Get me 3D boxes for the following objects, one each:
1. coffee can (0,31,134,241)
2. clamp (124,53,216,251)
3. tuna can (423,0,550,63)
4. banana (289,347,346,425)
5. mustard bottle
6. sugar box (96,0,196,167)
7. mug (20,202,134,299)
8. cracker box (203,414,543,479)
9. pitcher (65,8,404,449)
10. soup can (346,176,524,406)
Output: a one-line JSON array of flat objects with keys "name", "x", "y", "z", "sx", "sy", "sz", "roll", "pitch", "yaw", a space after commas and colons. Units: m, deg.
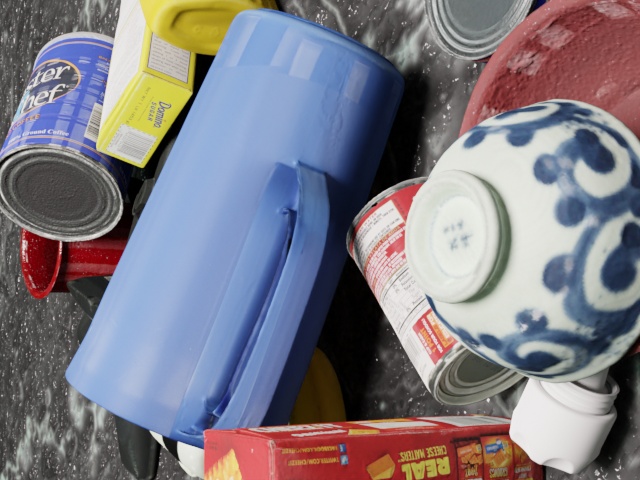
[{"name": "coffee can", "x": -0.195, "y": -0.084, "z": 0.856, "sx": 0.103, "sy": 0.102, "sz": 0.140, "roll": -49, "pitch": 25, "yaw": 41}, {"name": "clamp", "x": -0.113, "y": -0.036, "z": 0.787, "sx": 0.165, "sy": 0.036, "sz": 0.210, "roll": -57, "pitch": 22, "yaw": 33}, {"name": "tuna can", "x": 0.094, "y": -0.134, "z": 0.552, "sx": 0.086, "sy": 0.033, "sz": 0.086, "roll": -6, "pitch": 83, "yaw": 54}, {"name": "banana", "x": -0.005, "y": 0.150, "z": 0.675, "sx": 0.070, "sy": 0.037, "sz": 0.198, "roll": 150, "pitch": 119, "yaw": -70}, {"name": "mustard bottle", "x": -0.099, "y": -0.223, "z": 0.776, "sx": 0.058, "sy": 0.096, "sz": 0.192, "roll": -50, "pitch": 49, "yaw": 42}, {"name": "sugar box", "x": -0.126, "y": -0.151, "z": 0.813, "sx": 0.093, "sy": 0.048, "sz": 0.176, "roll": -46, "pitch": 31, "yaw": 43}, {"name": "mug", "x": -0.210, "y": 0.011, "z": 0.930, "sx": 0.117, "sy": 0.081, "sz": 0.093, "roll": -47, "pitch": 51, "yaw": 42}, {"name": "cracker box", "x": 0.027, "y": 0.195, "z": 0.511, "sx": 0.072, "sy": 0.163, "sz": 0.214, "roll": -6, "pitch": 83, "yaw": 56}, {"name": "pitcher", "x": -0.039, "y": -0.003, "z": 0.613, "sx": 0.149, "sy": 0.144, "sz": 0.243, "roll": 22, "pitch": 91, "yaw": 24}, {"name": "soup can", "x": 0.064, "y": 0.026, "z": 0.553, "sx": 0.069, "sy": 0.068, "sz": 0.102, "roll": -58, "pitch": 45, "yaw": 35}]
